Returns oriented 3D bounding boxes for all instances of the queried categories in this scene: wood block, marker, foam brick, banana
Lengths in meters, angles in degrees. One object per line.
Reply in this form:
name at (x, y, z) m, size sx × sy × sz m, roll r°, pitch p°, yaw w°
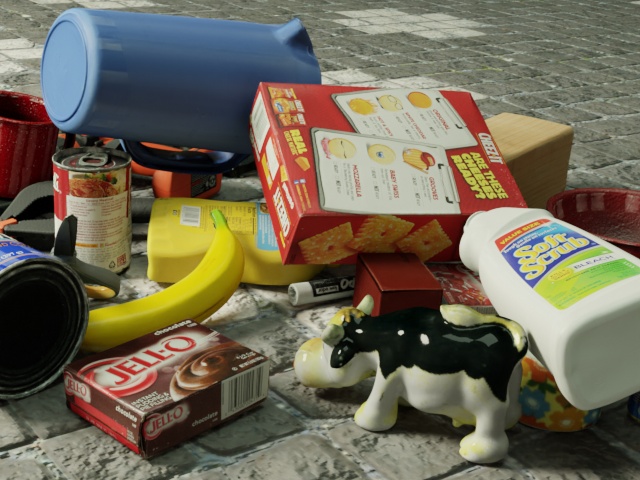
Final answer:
wood block at (0.185, -0.069, 1.140) m, size 0.090 × 0.091 × 0.205 m, roll 18°, pitch 25°, yaw 31°
marker at (0.029, 0.040, 0.931) m, size 0.120 × 0.020 × 0.020 m, roll -7°, pitch 24°, yaw -27°
foam brick at (0.062, 0.047, 0.871) m, size 0.053 × 0.051 × 0.078 m, roll 0°, pitch 22°, yaw -13°
banana at (-0.118, 0.044, 0.847) m, size 0.070 × 0.037 × 0.197 m, roll 29°, pitch 42°, yaw 20°

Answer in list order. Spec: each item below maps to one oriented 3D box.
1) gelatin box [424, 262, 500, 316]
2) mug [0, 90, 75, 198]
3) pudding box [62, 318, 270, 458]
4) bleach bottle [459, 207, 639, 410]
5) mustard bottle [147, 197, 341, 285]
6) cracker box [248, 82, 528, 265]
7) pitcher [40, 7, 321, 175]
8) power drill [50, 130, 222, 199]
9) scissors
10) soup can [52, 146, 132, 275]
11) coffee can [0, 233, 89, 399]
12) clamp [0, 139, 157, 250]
gelatin box at (0.131, 0.046, 0.914) m, size 0.073 × 0.030 × 0.089 m, roll 0°, pitch 22°, yaw -10°
mug at (-0.292, -0.094, 1.047) m, size 0.093 × 0.081 × 0.117 m, roll 29°, pitch 25°, yaw 32°
pudding box at (-0.104, 0.097, 0.729) m, size 0.090 × 0.039 × 0.113 m, roll 22°, pitch 27°, yaw 39°
bleach bottle at (0.159, 0.029, 0.767) m, size 0.102 × 0.068 × 0.251 m, roll -22°, pitch 22°, yaw -9°
mustard bottle at (-0.056, 0.002, 0.957) m, size 0.191 × 0.058 × 0.096 m, roll 2°, pitch 31°, yaw -5°
cracker box at (0.055, -0.059, 0.949) m, size 0.213 × 0.072 × 0.164 m, roll 0°, pitch 49°, yaw -21°
pitcher at (-0.133, -0.139, 0.995) m, size 0.242 × 0.149 × 0.145 m, roll -1°, pitch 2°, yaw -39°
power drill at (-0.214, -0.080, 1.146) m, size 0.188 × 0.057 × 0.184 m, roll 15°, pitch 27°, yaw 25°
scissors at (-0.179, 0.017, 0.815) m, size 0.096 × 0.016 × 0.202 m, roll 11°, pitch -20°, yaw -29°
soup can at (-0.201, -0.025, 0.942) m, size 0.068 × 0.102 × 0.068 m, roll 3°, pitch 21°, yaw -1°
coffee can at (-0.250, 0.040, 0.764) m, size 0.141 × 0.103 × 0.102 m, roll 21°, pitch 27°, yaw 36°
clamp at (-0.220, -0.030, 1.014) m, size 0.120 × 0.039 × 0.171 m, roll 34°, pitch 52°, yaw 30°
